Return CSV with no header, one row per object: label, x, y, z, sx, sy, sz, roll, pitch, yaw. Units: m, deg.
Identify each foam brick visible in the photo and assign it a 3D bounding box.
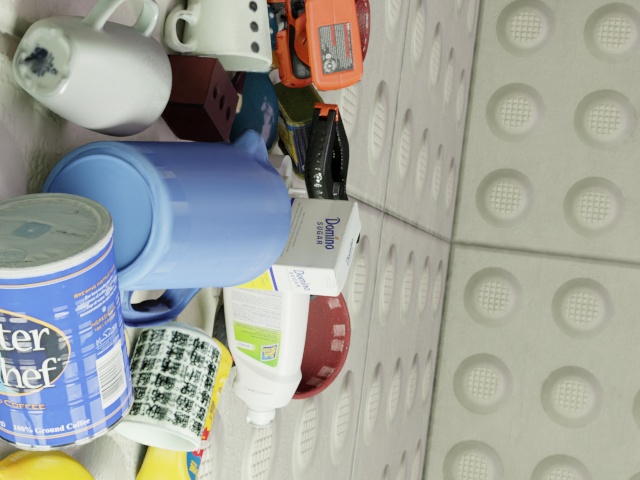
foam brick,-0.114,-0.130,0.992,0.078,0.051,0.053,60,39,-67

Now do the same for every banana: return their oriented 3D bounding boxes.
banana,-0.202,0.205,0.833,0.198,0.037,0.069,79,21,-49

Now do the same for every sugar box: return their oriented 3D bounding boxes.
sugar box,-0.057,0.002,1.022,0.048,0.176,0.093,80,22,-46

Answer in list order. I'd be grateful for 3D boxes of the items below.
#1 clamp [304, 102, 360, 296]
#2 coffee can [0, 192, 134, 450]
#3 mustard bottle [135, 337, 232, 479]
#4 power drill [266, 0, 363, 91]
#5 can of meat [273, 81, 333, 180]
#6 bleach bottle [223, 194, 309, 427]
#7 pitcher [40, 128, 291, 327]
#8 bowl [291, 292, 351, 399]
clamp,0.012,-0.058,1.232,0.164,0.036,0.210,-39,133,-64
coffee can,-0.182,0.053,0.711,0.102,0.103,0.140,-60,153,-57
mustard bottle,-0.137,0.192,1.036,0.096,0.058,0.191,92,11,-65
power drill,-0.014,-0.246,1.158,0.188,0.057,0.184,-132,-150,-65
can of meat,-0.021,-0.136,1.278,0.102,0.057,0.084,-120,-167,-46
bleach bottle,-0.063,0.076,1.133,0.068,0.103,0.251,-24,122,-60
pitcher,-0.126,-0.011,0.865,0.242,0.145,0.149,-6,80,-73
bowl,-0.040,0.110,1.293,0.161,0.055,0.162,4,84,-39
